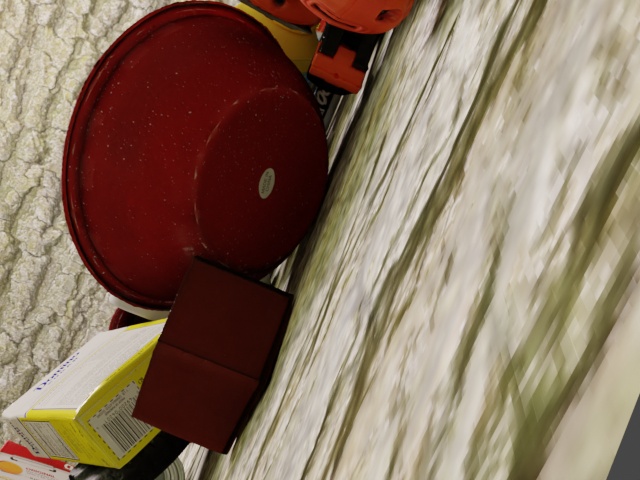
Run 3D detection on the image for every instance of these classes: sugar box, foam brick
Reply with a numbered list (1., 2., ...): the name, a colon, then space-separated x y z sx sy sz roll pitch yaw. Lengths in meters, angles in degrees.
1. sugar box: -0.133 0.095 0.668 0.093 0.048 0.176 -41 10 -27
2. foam brick: -0.052 0.055 0.505 0.078 0.051 0.053 117 173 -49

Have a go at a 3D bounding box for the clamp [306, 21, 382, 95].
1. clamp: 0.026 -0.140 0.580 0.171 0.039 0.120 -82 9 -59

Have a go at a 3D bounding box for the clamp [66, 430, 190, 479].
1. clamp: -0.135 0.153 0.650 0.209 0.036 0.165 -42 11 -17

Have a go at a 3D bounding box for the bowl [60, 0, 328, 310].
1. bowl: -0.046 -0.035 0.530 0.161 0.055 0.162 -21 -61 -43
